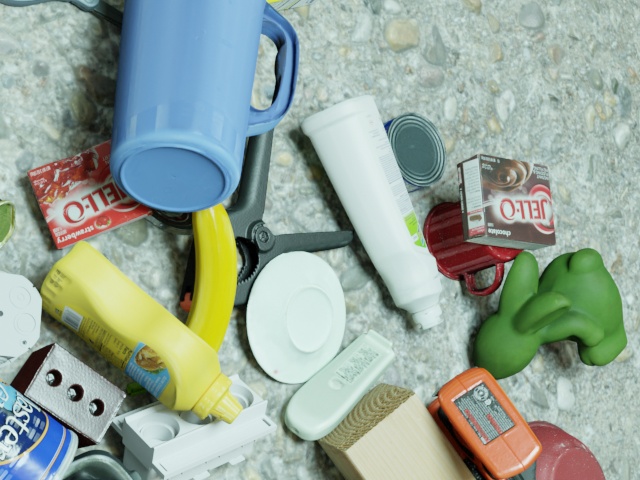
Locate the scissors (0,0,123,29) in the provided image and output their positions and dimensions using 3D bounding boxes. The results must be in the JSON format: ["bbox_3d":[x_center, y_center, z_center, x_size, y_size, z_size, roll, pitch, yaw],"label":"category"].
[{"bbox_3d":[-0.234,-0.218,0.994,0.201,0.016,0.096,44,57,-18],"label":"scissors"}]

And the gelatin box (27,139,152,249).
[{"bbox_3d":[-0.201,-0.041,0.933,0.089,0.030,0.073,-22,90,-6],"label":"gelatin box"}]

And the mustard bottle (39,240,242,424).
[{"bbox_3d":[-0.144,0.086,0.888,0.191,0.096,0.058,39,56,2],"label":"mustard bottle"}]

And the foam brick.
[{"bbox_3d":[-0.213,0.130,0.886,0.078,0.051,0.053,39,57,-21],"label":"foam brick"}]

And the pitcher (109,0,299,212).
[{"bbox_3d":[-0.108,-0.146,0.942,0.145,0.149,0.243,64,22,-52],"label":"pitcher"}]

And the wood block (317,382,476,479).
[{"bbox_3d":[0.098,0.250,1.040,0.090,0.090,0.206,-38,101,-16],"label":"wood block"}]

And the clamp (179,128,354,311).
[{"bbox_3d":[-0.057,0.001,1.046,0.164,0.036,0.209,47,58,-23],"label":"clamp"}]

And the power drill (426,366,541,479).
[{"bbox_3d":[0.167,0.211,1.036,0.057,0.187,0.184,-33,67,-11],"label":"power drill"}]

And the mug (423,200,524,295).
[{"bbox_3d":[0.177,0.003,1.187,0.093,0.082,0.117,5,74,-35],"label":"mug"}]

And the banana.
[{"bbox_3d":[-0.109,0.054,0.952,0.069,0.037,0.198,19,89,-36],"label":"banana"}]

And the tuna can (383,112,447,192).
[{"bbox_3d":[0.098,-0.097,1.189,0.086,0.034,0.086,11,71,-33],"label":"tuna can"}]

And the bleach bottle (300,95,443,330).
[{"bbox_3d":[0.066,-0.024,1.115,0.251,0.068,0.102,67,23,-3],"label":"bleach bottle"}]

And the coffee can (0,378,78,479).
[{"bbox_3d":[-0.270,0.147,0.806,0.140,0.103,0.102,43,56,-18],"label":"coffee can"}]

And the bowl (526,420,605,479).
[{"bbox_3d":[0.270,0.280,1.192,0.161,0.055,0.162,11,70,-34],"label":"bowl"}]

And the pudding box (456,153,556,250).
[{"bbox_3d":[0.199,-0.039,1.137,0.113,0.039,0.090,5,74,-35],"label":"pudding box"}]
